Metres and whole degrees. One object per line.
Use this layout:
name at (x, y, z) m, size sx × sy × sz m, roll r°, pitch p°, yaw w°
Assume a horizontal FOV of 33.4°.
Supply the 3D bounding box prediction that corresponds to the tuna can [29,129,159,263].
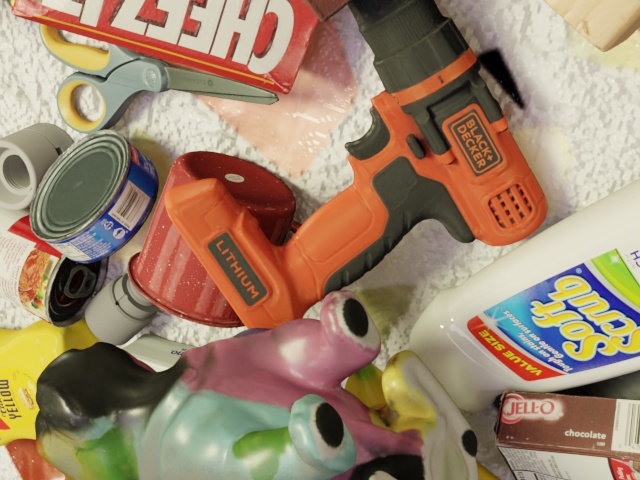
tuna can at (-0.148, -0.028, 0.701) m, size 0.086 × 0.086 × 0.033 m, roll -17°, pitch 140°, yaw 30°

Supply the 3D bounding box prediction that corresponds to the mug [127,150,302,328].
mug at (-0.054, 0.001, 0.672) m, size 0.117 × 0.093 × 0.082 m, roll 23°, pitch 112°, yaw 1°

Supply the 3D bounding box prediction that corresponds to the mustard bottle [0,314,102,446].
mustard bottle at (-0.249, 0.111, 0.818) m, size 0.192 × 0.058 × 0.096 m, roll -7°, pitch 109°, yaw 28°

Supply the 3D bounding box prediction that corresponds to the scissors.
scissors at (-0.111, -0.090, 0.686) m, size 0.202 × 0.016 × 0.096 m, roll 31°, pitch 126°, yaw 26°

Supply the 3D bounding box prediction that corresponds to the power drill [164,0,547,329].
power drill at (0.011, -0.043, 0.590) m, size 0.187 × 0.057 × 0.184 m, roll -31°, pitch 103°, yaw 4°

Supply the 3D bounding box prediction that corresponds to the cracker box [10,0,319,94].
cracker box at (-0.059, -0.202, 0.567) m, size 0.164 × 0.072 × 0.214 m, roll 14°, pitch 117°, yaw -17°

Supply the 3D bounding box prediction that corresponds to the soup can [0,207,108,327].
soup can at (-0.213, 0.012, 0.761) m, size 0.102 × 0.068 × 0.068 m, roll 21°, pitch 115°, yaw 19°

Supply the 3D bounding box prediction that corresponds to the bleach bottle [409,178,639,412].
bleach bottle at (0.146, 0.041, 0.600) m, size 0.251 × 0.068 × 0.102 m, roll -33°, pitch 101°, yaw 35°

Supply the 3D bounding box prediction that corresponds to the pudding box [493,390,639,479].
pudding box at (0.164, 0.124, 0.608) m, size 0.114 × 0.039 × 0.090 m, roll 2°, pitch 148°, yaw 27°
